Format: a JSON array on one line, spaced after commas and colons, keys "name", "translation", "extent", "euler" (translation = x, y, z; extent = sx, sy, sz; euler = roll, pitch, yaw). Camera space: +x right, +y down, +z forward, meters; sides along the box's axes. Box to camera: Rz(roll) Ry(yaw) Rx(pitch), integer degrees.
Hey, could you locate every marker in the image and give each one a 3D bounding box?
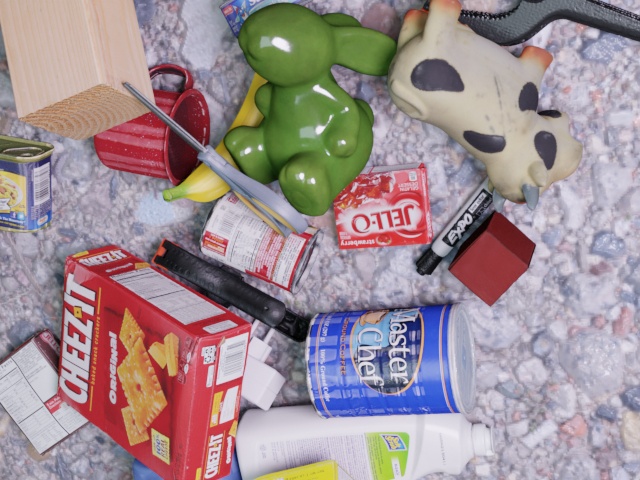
[{"name": "marker", "translation": [0.128, -0.013, 0.987], "extent": [0.020, 0.020, 0.121], "euler": [39, 113, 2]}]

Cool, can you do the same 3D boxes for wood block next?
[{"name": "wood block", "translation": [-0.225, -0.206, 0.950], "extent": [0.091, 0.090, 0.206], "euler": [-19, 75, 20]}]

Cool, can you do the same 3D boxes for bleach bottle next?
[{"name": "bleach bottle", "translation": [0.047, 0.210, 1.059], "extent": [0.251, 0.068, 0.102], "euler": [-5, 113, 14]}]

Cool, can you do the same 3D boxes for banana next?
[{"name": "banana", "translation": [-0.069, -0.108, 0.987], "extent": [0.037, 0.069, 0.198], "euler": [34, 93, 19]}]

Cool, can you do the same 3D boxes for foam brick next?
[{"name": "foam brick", "translation": [0.155, 0.015, 0.957], "extent": [0.051, 0.078, 0.053], "euler": [43, 113, 2]}]

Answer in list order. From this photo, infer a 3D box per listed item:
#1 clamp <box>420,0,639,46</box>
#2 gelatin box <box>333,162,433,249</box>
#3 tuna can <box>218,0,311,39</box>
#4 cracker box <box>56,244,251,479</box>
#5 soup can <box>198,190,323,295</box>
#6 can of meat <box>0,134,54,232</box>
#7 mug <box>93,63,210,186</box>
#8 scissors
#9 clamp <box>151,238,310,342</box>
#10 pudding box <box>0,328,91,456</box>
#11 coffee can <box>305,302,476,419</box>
[{"name": "clamp", "translation": [0.184, -0.229, 0.893], "extent": [0.210, 0.036, 0.164], "euler": [-6, 106, 20]}, {"name": "gelatin box", "translation": [0.058, -0.032, 0.996], "extent": [0.089, 0.030, 0.073], "euler": [-3, 106, 17]}, {"name": "tuna can", "translation": [-0.044, -0.211, 0.940], "extent": [0.086, 0.086, 0.034], "euler": [-24, 100, 21]}, {"name": "cracker box", "translation": [-0.170, 0.120, 1.040], "extent": [0.214, 0.071, 0.164], "euler": [26, 116, 38]}, {"name": "soup can", "translation": [-0.057, 0.001, 1.020], "extent": [0.102, 0.068, 0.068], "euler": [23, 112, 9]}, {"name": "can of meat", "translation": [-0.322, -0.058, 1.085], "extent": [0.102, 0.057, 0.084], "euler": [10, 112, 14]}, {"name": "mug", "translation": [-0.157, -0.113, 1.009], "extent": [0.082, 0.093, 0.117], "euler": [11, 79, 18]}, {"name": "scissors", "translation": [-0.081, -0.063, 0.914], "extent": [0.016, 0.096, 0.201], "euler": [-52, 124, -10]}, {"name": "clamp", "translation": [-0.085, 0.050, 1.042], "extent": [0.172, 0.120, 0.039], "euler": [29, 79, 27]}, {"name": "pudding box", "translation": [-0.300, 0.165, 1.159], "extent": [0.090, 0.039, 0.113], "euler": [-34, 93, 24]}, {"name": "coffee can", "translation": [0.068, 0.113, 1.000], "extent": [0.140, 0.102, 0.103], "euler": [-5, 105, 18]}]
